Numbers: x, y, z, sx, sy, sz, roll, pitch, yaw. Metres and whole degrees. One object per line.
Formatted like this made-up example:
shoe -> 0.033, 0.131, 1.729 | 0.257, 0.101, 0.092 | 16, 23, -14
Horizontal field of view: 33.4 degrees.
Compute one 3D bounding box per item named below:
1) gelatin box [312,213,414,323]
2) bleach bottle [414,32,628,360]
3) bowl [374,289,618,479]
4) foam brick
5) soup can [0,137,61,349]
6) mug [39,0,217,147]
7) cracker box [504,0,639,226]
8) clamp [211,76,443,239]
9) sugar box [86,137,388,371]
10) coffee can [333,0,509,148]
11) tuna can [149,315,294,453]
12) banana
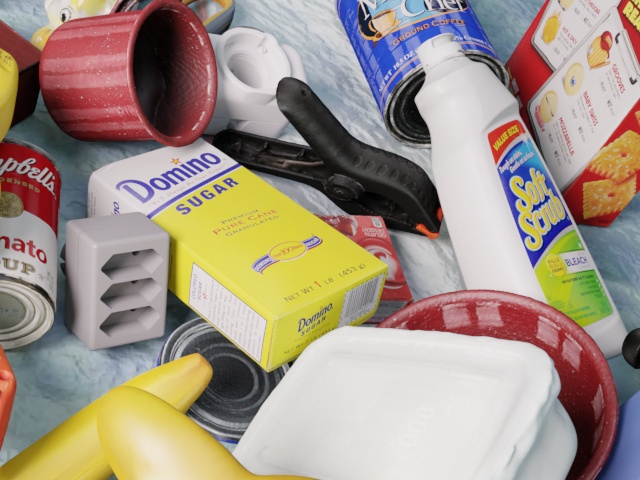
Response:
gelatin box -> 0.010, 0.018, 0.711 | 0.089, 0.030, 0.073 | 3, 50, -26
bleach bottle -> 0.121, -0.026, 0.730 | 0.102, 0.068, 0.251 | -10, 74, -43
bowl -> 0.090, 0.108, 0.622 | 0.162, 0.055, 0.162 | -8, 49, 10
foam brick -> -0.226, -0.113, 0.690 | 0.078, 0.053, 0.051 | 37, 43, 8
soup can -> -0.181, 0.002, 0.597 | 0.068, 0.069, 0.102 | 9, 48, -21
mug -> -0.123, -0.116, 0.692 | 0.093, 0.082, 0.117 | 34, 61, -56
cracker box -> 0.234, -0.141, 0.843 | 0.072, 0.214, 0.164 | 7, 48, -23
clamp -> 0.017, -0.053, 0.725 | 0.171, 0.120, 0.039 | 21, 72, -12
sugar box -> -0.054, 0.001, 0.646 | 0.093, 0.048, 0.176 | -23, 48, -40
coffee can -> 0.079, -0.160, 0.860 | 0.102, 0.103, 0.140 | 2, 50, -27
tuna can -> -0.055, 0.085, 0.610 | 0.086, 0.034, 0.086 | 15, 45, -16
banana -> -0.131, 0.118, 0.516 | 0.197, 0.070, 0.037 | -37, 102, -45
